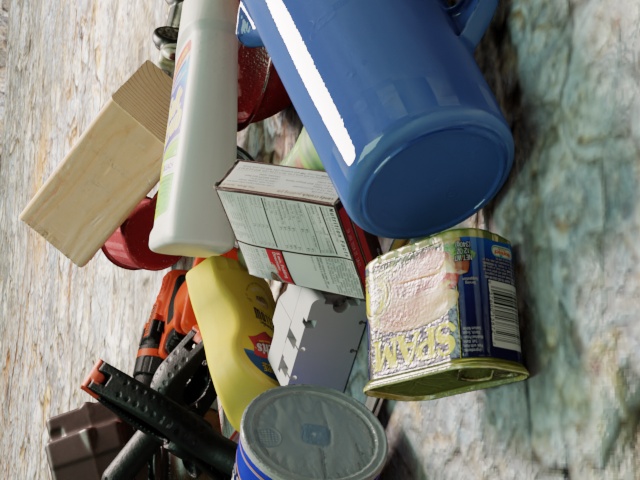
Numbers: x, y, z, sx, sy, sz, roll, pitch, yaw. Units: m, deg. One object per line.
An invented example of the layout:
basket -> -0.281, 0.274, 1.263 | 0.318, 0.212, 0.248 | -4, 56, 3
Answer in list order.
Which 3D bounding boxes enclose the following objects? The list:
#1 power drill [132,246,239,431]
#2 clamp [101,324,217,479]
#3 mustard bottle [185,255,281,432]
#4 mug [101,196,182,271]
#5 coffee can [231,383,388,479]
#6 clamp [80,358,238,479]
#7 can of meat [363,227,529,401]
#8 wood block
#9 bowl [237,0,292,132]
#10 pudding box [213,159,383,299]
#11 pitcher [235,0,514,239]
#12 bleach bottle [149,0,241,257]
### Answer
power drill -> -0.139, 0.092, 1.082 | 0.188, 0.057, 0.184 | -39, 36, 55
clamp -> -0.127, 0.161, 0.994 | 0.039, 0.120, 0.171 | 33, 100, 28
mustard bottle -> -0.057, 0.105, 0.895 | 0.058, 0.096, 0.192 | -34, 47, 14
mug -> -0.198, -0.017, 1.254 | 0.117, 0.093, 0.082 | -52, 25, -15
coffee can -> -0.016, 0.188, 0.762 | 0.103, 0.102, 0.140 | -119, 34, -51
clamp -> -0.103, 0.168, 0.896 | 0.165, 0.209, 0.036 | -9, 46, 59
can of meat -> 0.072, 0.047, 0.642 | 0.102, 0.057, 0.084 | -22, 62, 47
wood block -> -0.214, -0.076, 1.109 | 0.206, 0.090, 0.090 | -42, 12, 36
bowl -> -0.046, -0.175, 0.959 | 0.162, 0.055, 0.162 | -176, 90, -66
pudding box -> -0.014, -0.009, 0.777 | 0.114, 0.039, 0.090 | 9, 133, 33
pitcher -> 0.041, -0.127, 0.692 | 0.149, 0.144, 0.243 | 103, 154, -47
bleach bottle -> -0.104, -0.115, 0.939 | 0.103, 0.068, 0.251 | 160, 115, -70
